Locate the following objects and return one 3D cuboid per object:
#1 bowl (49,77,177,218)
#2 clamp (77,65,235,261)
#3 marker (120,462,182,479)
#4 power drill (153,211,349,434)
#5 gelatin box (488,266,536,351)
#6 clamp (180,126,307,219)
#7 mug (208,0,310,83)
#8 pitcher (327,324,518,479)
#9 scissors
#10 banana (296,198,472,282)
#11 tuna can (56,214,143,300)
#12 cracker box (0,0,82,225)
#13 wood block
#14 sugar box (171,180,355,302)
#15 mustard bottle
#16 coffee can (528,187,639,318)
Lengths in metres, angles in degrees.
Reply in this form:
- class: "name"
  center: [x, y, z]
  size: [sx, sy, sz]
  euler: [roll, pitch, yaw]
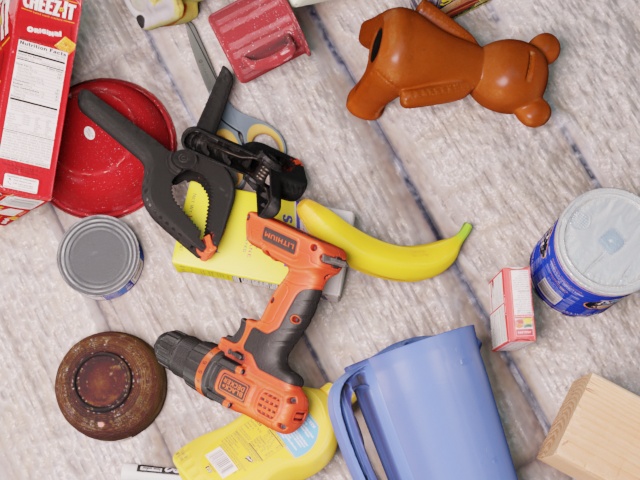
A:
- class: "bowl"
  center: [-0.236, -0.105, 1.127]
  size: [0.162, 0.055, 0.162]
  euler: [0, 77, 1]
- class: "clamp"
  center: [-0.152, -0.079, 1.078]
  size: [0.164, 0.036, 0.210]
  euler: [-7, 71, -17]
- class: "marker"
  center: [-0.138, 0.237, 1.065]
  size: [0.121, 0.020, 0.020]
  euler: [6, 77, 2]
- class: "power drill"
  center: [-0.066, 0.071, 1.033]
  size: [0.185, 0.057, 0.188]
  euler: [23, 94, 30]
- class: "gelatin box"
  center: [0.190, 0.070, 1.063]
  size: [0.030, 0.089, 0.073]
  euler: [-2, 77, -1]
- class: "clamp"
  center: [-0.054, -0.062, 1.052]
  size: [0.039, 0.171, 0.120]
  euler: [-47, 68, 21]
- class: "mug"
  center: [-0.063, -0.212, 1.125]
  size: [0.081, 0.093, 0.117]
  euler: [-27, 42, -1]
- class: "pitcher"
  center: [0.112, 0.212, 1.011]
  size: [0.149, 0.145, 0.243]
  euler: [-20, 80, 9]
- class: "scissors"
  center: [-0.091, -0.149, 1.155]
  size: [0.096, 0.016, 0.202]
  euler: [-6, 77, -2]
- class: "banana"
  center: [0.063, 0.005, 1.081]
  size: [0.197, 0.037, 0.069]
  euler: [8, 77, -25]
- class: "tuna can"
  center: [-0.228, 0.019, 1.109]
  size: [0.086, 0.034, 0.086]
  euler: [0, 77, 1]
- class: "cracker box"
  center: [-0.310, -0.134, 1.075]
  size: [0.072, 0.164, 0.213]
  euler: [12, 76, -29]
- class: "wood block"
  center: [0.327, 0.219, 1.028]
  size: [0.206, 0.090, 0.091]
  euler: [28, 78, 7]
- class: "sugar box"
  center: [-0.057, 0.001, 1.105]
  size: [0.176, 0.048, 0.093]
  euler: [10, 77, 4]
- class: "mustard bottle"
  center: [-0.041, 0.196, 1.042]
  size: [0.191, 0.058, 0.096]
  euler: [-32, 48, -17]
- class: "coffee can"
  center: [0.268, 0.016, 1.048]
  size: [0.103, 0.140, 0.103]
  euler: [0, 77, 1]
